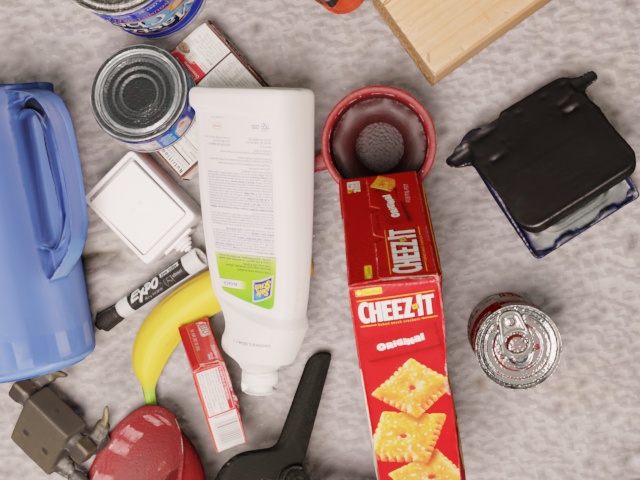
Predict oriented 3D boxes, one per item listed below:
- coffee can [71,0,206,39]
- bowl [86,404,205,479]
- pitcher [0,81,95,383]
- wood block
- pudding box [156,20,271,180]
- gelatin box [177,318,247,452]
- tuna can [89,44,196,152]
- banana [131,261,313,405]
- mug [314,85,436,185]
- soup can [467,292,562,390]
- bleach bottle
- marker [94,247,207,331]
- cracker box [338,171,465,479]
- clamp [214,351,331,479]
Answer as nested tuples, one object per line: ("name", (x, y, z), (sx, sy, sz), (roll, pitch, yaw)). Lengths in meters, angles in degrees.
("coffee can", (-0.152, -0.224, 0.872), (0.103, 0.140, 0.103), (0, 93, 4))
("bowl", (-0.146, 0.225, 0.911), (0.055, 0.162, 0.162), (28, 96, -32))
("pitcher", (-0.259, -0.009, 0.895), (0.145, 0.149, 0.243), (-13, 96, -8))
("wood block", (0.151, -0.226, 0.876), (0.206, 0.090, 0.091), (-35, 89, 5))
("pudding box", (-0.107, -0.121, 0.926), (0.113, 0.039, 0.090), (-42, 89, 7))
("gelatin box", (-0.091, 0.121, 0.904), (0.030, 0.073, 0.089), (-17, 119, -8))
("tuna can", (-0.146, -0.118, 0.885), (0.086, 0.033, 0.086), (-1, 81, 8))
("banana", (-0.099, 0.063, 0.939), (0.198, 0.037, 0.069), (-39, 113, 7))
("mug", (0.038, -0.076, 0.896), (0.117, 0.081, 0.093), (-20, 92, 5))
("soup can", (0.158, 0.081, 0.885), (0.068, 0.102, 0.068), (0, 93, 4))
("bleach bottle", (-0.056, 0.001, 0.875), (0.103, 0.068, 0.251), (7, 101, 31))
("marker", (-0.151, 0.045, 0.936), (0.121, 0.020, 0.020), (-33, 91, 17))
("cracker box", (0.063, 0.077, 0.824), (0.072, 0.164, 0.214), (-8, 120, 2))
("clamp", (-0.025, 0.192, 0.880), (0.209, 0.036, 0.164), (-22, 72, -31))
